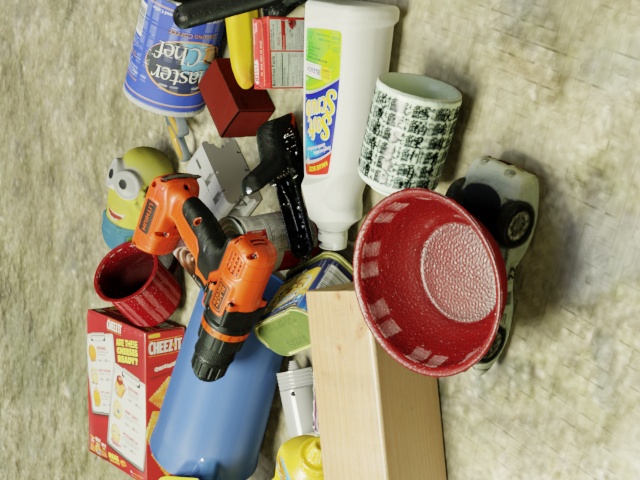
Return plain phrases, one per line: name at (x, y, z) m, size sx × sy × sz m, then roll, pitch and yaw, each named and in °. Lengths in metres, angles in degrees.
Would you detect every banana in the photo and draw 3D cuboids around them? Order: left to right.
banana at (-0.093, -0.271, 1.200) m, size 0.037 × 0.069 × 0.198 m, roll -4°, pitch 101°, yaw 10°

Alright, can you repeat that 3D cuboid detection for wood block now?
wood block at (0.054, 0.145, 1.047) m, size 0.090 × 0.090 × 0.206 m, roll -3°, pitch 94°, yaw 46°

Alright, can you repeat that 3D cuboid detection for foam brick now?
foam brick at (-0.098, -0.165, 1.227) m, size 0.051 × 0.052 × 0.078 m, roll -47°, pitch 59°, yaw 45°

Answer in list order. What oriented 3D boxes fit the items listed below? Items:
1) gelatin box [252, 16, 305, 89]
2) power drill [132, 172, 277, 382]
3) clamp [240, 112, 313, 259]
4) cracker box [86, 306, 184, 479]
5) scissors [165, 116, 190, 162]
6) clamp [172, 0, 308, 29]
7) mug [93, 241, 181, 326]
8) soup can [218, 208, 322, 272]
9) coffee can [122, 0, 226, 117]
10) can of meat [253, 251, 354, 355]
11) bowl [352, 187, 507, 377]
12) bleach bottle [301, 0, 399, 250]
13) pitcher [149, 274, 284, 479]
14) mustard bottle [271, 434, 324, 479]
gelatin box at (-0.028, -0.193, 1.102) m, size 0.030 × 0.089 × 0.073 m, roll 8°, pitch 102°, yaw 52°
power drill at (-0.128, 0.032, 1.129) m, size 0.188 × 0.057 × 0.185 m, roll 47°, pitch 126°, yaw 33°
clamp at (-0.037, -0.065, 1.134) m, size 0.039 × 0.171 × 0.120 m, roll -13°, pitch 127°, yaw 20°
cracker box at (-0.255, 0.209, 1.478) m, size 0.164 × 0.071 × 0.214 m, roll 13°, pitch 105°, yaw 49°
scissors at (-0.202, -0.172, 1.385) m, size 0.202 × 0.016 × 0.096 m, roll -127°, pitch 23°, yaw -53°
clamp at (-0.036, -0.253, 1.068) m, size 0.210 × 0.164 × 0.036 m, roll -15°, pitch 93°, yaw 43°
mug at (-0.227, 0.051, 1.391) m, size 0.093 × 0.117 × 0.081 m, roll 25°, pitch 161°, yaw 36°
soup can at (-0.058, 0.001, 1.163) m, size 0.069 × 0.102 × 0.068 m, roll 12°, pitch 105°, yaw 50°
coffee can at (-0.172, -0.232, 1.270) m, size 0.103 × 0.102 × 0.140 m, roll 45°, pitch 129°, yaw 39°
can of meat at (-0.014, 0.069, 1.120) m, size 0.057 × 0.083 × 0.102 m, roll 44°, pitch 142°, yaw -14°
bowl at (0.103, 0.032, 0.910) m, size 0.162 × 0.055 × 0.162 m, roll 13°, pitch 108°, yaw 44°
bleach bottle at (0.023, -0.112, 1.073) m, size 0.103 × 0.067 × 0.251 m, roll 26°, pitch 118°, yaw 54°
pitcher at (-0.111, 0.150, 1.250) m, size 0.149 × 0.144 × 0.243 m, roll 33°, pitch 118°, yaw 31°
mustard bottle at (-0.012, 0.262, 1.140) m, size 0.096 × 0.058 × 0.192 m, roll 56°, pitch 154°, yaw 29°
